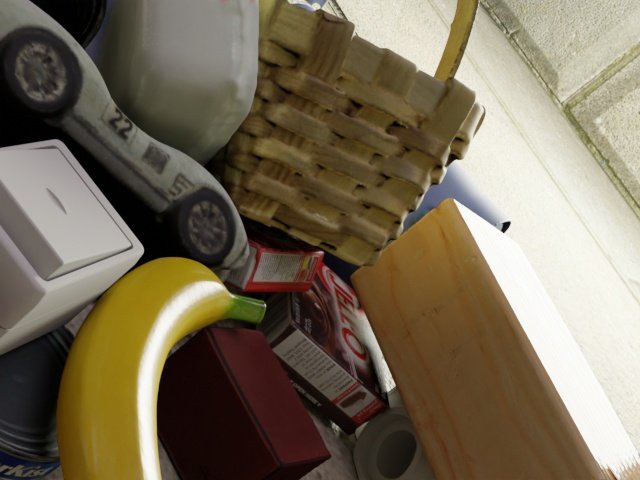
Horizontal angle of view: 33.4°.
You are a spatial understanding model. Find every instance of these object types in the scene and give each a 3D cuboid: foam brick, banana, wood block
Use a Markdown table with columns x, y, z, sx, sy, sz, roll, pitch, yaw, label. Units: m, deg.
| x | y | z | sx | sy | sz | roll | pitch | yaw | label |
| --- | --- | --- | --- | --- | --- | --- | --- | --- | --- |
| -0.043 | 0.089 | 0.527 | 0.078 | 0.053 | 0.051 | 59 | 22 | 19 | foam brick |
| -0.069 | 0.054 | 0.434 | 0.069 | 0.037 | 0.197 | 25 | 28 | -2 | banana |
| 0.107 | 0.087 | 0.642 | 0.090 | 0.090 | 0.206 | 29 | 29 | -43 | wood block |

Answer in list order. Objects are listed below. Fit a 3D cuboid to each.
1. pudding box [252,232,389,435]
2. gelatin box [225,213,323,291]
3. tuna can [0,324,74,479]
| x | y | z | sx | sy | sz | roll | pitch | yaw | label |
| --- | --- | --- | --- | --- | --- | --- | --- | --- | --- |
| -0.001 | 0.057 | 0.686 | 0.090 | 0.039 | 0.113 | 42 | 22 | -23 | pudding box |
| -0.054 | 0.001 | 0.630 | 0.089 | 0.030 | 0.073 | 25 | 9 | 28 | gelatin box |
| -0.131 | 0.058 | 0.423 | 0.086 | 0.034 | 0.086 | 42 | 22 | -22 | tuna can |
